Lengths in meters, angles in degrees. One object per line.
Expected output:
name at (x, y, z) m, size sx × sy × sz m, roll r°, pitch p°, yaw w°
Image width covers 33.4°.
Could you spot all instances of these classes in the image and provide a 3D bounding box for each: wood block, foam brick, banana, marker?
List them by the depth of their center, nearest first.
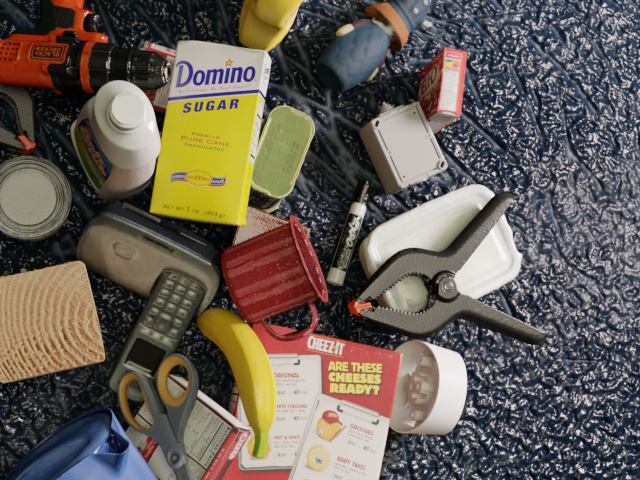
wood block at (-0.258, 0.080, 0.998) m, size 0.090 × 0.206 × 0.090 m, roll -13°, pitch 86°, yaw -14°
banana at (-0.082, 0.118, 1.048) m, size 0.037 × 0.198 × 0.070 m, roll 19°, pitch 118°, yaw -35°
foam brick at (-0.057, 0.001, 1.132) m, size 0.078 × 0.053 × 0.051 m, roll 20°, pitch 79°, yaw -10°
marker at (0.033, -0.010, 1.172) m, size 0.020 × 0.020 × 0.121 m, roll 20°, pitch 79°, yaw -10°

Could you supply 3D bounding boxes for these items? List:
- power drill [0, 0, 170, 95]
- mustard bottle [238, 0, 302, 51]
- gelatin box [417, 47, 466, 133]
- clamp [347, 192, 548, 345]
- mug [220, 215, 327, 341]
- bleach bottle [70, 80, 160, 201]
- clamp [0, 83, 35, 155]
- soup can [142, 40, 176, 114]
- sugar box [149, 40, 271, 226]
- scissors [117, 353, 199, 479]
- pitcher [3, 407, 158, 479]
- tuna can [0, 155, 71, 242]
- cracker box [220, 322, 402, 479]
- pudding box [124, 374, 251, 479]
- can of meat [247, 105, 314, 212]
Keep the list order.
power drill at (-0.229, -0.233, 1.080) m, size 0.184 × 0.057 × 0.187 m, roll 5°, pitch 66°, yaw 7°
mustard bottle at (-0.038, -0.263, 1.096) m, size 0.058 × 0.192 × 0.096 m, roll 28°, pitch 78°, yaw -9°
gelatin box at (0.131, -0.164, 1.176) m, size 0.030 × 0.089 × 0.073 m, roll 9°, pitch 81°, yaw -11°
clamp at (0.130, 0.038, 1.115) m, size 0.209 × 0.036 × 0.164 m, roll -6°, pitch 85°, yaw -13°
mug at (-0.043, 0.044, 1.059) m, size 0.081 × 0.093 × 0.117 m, roll -22°, pitch 82°, yaw 8°
bleach bottle at (-0.193, -0.104, 1.011) m, size 0.068 × 0.251 × 0.102 m, roll -23°, pitch 89°, yaw -15°
clamp at (-0.359, -0.155, 1.089) m, size 0.120 × 0.039 × 0.171 m, roll -30°, pitch 91°, yaw -13°
soup can at (-0.145, -0.162, 1.124) m, size 0.102 × 0.069 × 0.068 m, roll 16°, pitch 80°, yaw -11°
sugar box at (-0.109, -0.106, 1.061) m, size 0.093 × 0.048 × 0.176 m, roll 8°, pitch 89°, yaw 6°
scissors at (-0.128, 0.191, 1.025) m, size 0.096 × 0.016 × 0.202 m, roll -45°, pitch 58°, yaw 4°
pitcher at (-0.194, 0.293, 1.021) m, size 0.145 × 0.149 × 0.243 m, roll -37°, pitch 106°, yaw -13°
tuna can at (-0.299, -0.042, 1.092) m, size 0.086 × 0.034 × 0.086 m, roll 2°, pitch 83°, yaw -13°
cracker box at (-0.018, 0.206, 1.108) m, size 0.164 × 0.072 × 0.213 m, roll 13°, pitch 80°, yaw -11°
pudding box at (-0.136, 0.196, 1.061) m, size 0.114 × 0.039 × 0.090 m, roll 32°, pitch 88°, yaw 31°
can of meat at (-0.050, -0.086, 1.129) m, size 0.057 × 0.084 × 0.102 m, roll 22°, pitch 79°, yaw -10°
